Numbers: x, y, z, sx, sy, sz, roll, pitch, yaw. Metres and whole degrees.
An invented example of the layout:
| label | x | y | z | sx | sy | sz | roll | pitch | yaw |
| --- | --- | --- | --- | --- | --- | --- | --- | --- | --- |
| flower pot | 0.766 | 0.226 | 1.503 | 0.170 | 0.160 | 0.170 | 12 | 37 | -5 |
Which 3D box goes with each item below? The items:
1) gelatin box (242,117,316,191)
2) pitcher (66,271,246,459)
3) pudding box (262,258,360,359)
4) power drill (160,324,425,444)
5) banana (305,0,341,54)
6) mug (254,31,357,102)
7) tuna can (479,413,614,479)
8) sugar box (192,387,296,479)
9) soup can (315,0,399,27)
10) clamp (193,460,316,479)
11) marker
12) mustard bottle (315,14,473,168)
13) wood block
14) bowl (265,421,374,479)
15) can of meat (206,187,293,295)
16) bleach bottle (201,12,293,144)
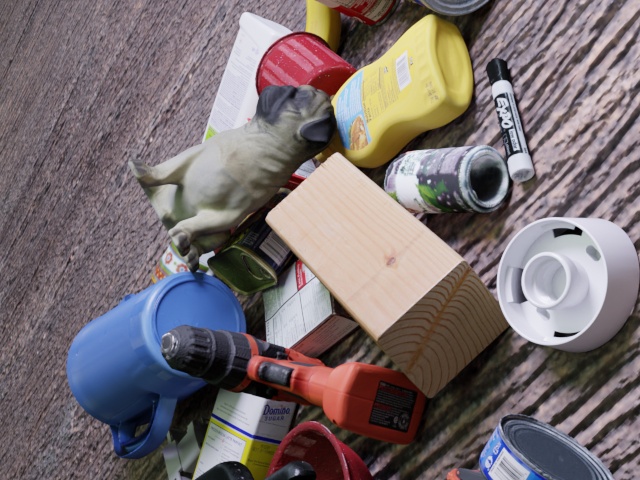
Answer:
| label | x | y | z | sx | sy | sz | roll | pitch | yaw |
| --- | --- | --- | --- | --- | --- | --- | --- | --- | --- |
| gelatin box | -0.043 | -0.081 | 1.107 | 0.030 | 0.073 | 0.089 | -53 | 38 | 27 |
| pitcher | -0.170 | 0.123 | 1.110 | 0.144 | 0.149 | 0.243 | -40 | 4 | -32 |
| pudding box | -0.010 | 0.063 | 1.024 | 0.114 | 0.039 | 0.090 | -42 | 43 | 40 |
| power drill | -0.020 | 0.116 | 0.898 | 0.188 | 0.184 | 0.057 | 10 | 83 | 47 |
| banana | -0.021 | -0.193 | 1.138 | 0.037 | 0.069 | 0.198 | -44 | -28 | -77 |
| mug | -0.015 | -0.145 | 1.077 | 0.117 | 0.093 | 0.082 | -48 | 41 | 3 |
| tuna can | 0.149 | 0.154 | 0.705 | 0.034 | 0.086 | 0.086 | -63 | 34 | 17 |
| sugar box | -0.079 | 0.209 | 1.051 | 0.093 | 0.048 | 0.176 | 13 | 82 | 58 |
| soup can | 0.023 | -0.264 | 1.068 | 0.069 | 0.102 | 0.068 | -29 | 53 | 47 |
| clamp | -0.069 | 0.259 | 0.926 | 0.210 | 0.036 | 0.164 | -1 | 80 | 61 |
| marker | 0.154 | -0.102 | 0.876 | 0.020 | 0.020 | 0.121 | -39 | 46 | 40 |
| mustard bottle | 0.056 | -0.121 | 0.993 | 0.192 | 0.058 | 0.096 | -32 | 55 | 45 |
| wood block | 0.049 | 0.022 | 0.879 | 0.091 | 0.090 | 0.206 | -42 | 38 | -1 |
| bowl | 0.006 | 0.235 | 0.892 | 0.162 | 0.055 | 0.162 | -35 | 49 | 54 |
| can of meat | -0.057 | 0.001 | 1.069 | 0.083 | 0.057 | 0.102 | -54 | 13 | -24 |
| bleach bottle | -0.096 | -0.125 | 1.218 | 0.103 | 0.068 | 0.251 | 46 | 116 | 54 |
